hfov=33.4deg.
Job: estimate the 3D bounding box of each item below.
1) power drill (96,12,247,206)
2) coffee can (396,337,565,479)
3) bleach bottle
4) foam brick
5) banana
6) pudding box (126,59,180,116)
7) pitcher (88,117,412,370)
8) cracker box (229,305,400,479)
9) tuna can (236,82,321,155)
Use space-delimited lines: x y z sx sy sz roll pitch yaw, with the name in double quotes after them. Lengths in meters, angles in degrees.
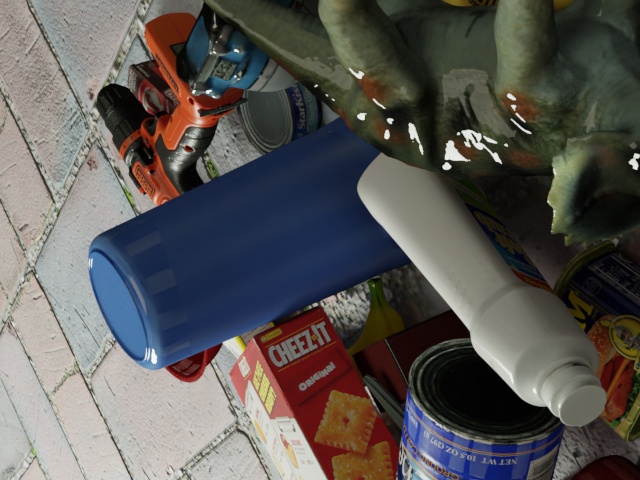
-0.144 -0.121 0.999 0.184 0.057 0.188 53 146 18 "power drill"
0.101 0.151 0.703 0.103 0.102 0.140 36 133 41 "coffee can"
0.107 0.027 0.667 0.068 0.102 0.251 -47 35 12 "bleach bottle"
0.077 0.094 0.840 0.053 0.078 0.051 -38 75 53 "foam brick"
0.028 0.099 0.951 0.198 0.037 0.070 -47 60 54 "banana"
-0.166 -0.117 1.110 0.090 0.039 0.114 44 139 32 "pudding box"
-0.055 0.001 0.831 0.145 0.242 0.149 57 152 15 "pitcher"
0.010 0.175 0.877 0.214 0.072 0.164 62 162 10 "cracker box"
-0.037 -0.117 0.931 0.086 0.033 0.086 31 130 44 "tuna can"
